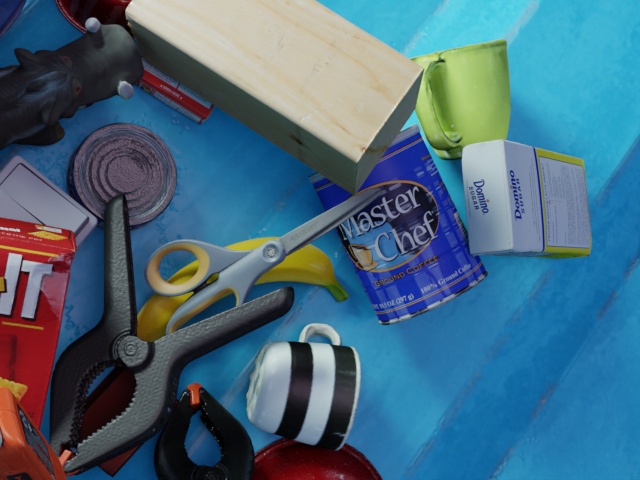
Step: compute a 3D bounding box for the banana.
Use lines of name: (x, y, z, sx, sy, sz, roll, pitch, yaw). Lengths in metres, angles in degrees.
banana: (-0.068, 0.037, 0.882, 0.197, 0.037, 0.069, -12, 89, -21)

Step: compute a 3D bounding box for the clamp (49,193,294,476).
clamp: (-0.143, 0.075, 0.794, 0.165, 0.036, 0.210, 35, 78, 14)

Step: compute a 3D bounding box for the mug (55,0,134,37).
mug: (-0.173, -0.219, 0.846, 0.117, 0.082, 0.093, 19, 78, -17)

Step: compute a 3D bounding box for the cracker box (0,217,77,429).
cracker box: (-0.274, 0.087, 0.751, 0.164, 0.072, 0.214, 11, 100, -19)

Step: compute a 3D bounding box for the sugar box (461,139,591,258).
sugar box: (0.182, -0.032, 0.932, 0.175, 0.048, 0.093, 4, 81, -53)

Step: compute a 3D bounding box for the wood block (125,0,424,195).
wood block: (-0.034, -0.135, 0.814, 0.206, 0.091, 0.090, 34, 79, 8)

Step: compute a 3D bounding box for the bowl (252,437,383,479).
bowl: (-0.002, 0.242, 0.875, 0.161, 0.055, 0.162, 2, 83, -21)

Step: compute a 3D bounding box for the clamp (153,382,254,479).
clamp: (-0.094, 0.197, 0.823, 0.120, 0.039, 0.171, -11, 60, -26)

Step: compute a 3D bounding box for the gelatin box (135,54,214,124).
gelatin box: (-0.108, -0.154, 0.892, 0.073, 0.030, 0.089, 31, 75, -13)

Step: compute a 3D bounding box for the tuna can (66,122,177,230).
tuna can: (-0.159, -0.051, 0.859, 0.086, 0.034, 0.086, 2, 84, -20)

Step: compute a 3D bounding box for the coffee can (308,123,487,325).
coffee can: (0.065, -0.014, 0.901, 0.102, 0.103, 0.140, -28, 94, -21)

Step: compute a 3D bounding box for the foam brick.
foam brick: (-0.157, 0.137, 0.830, 0.051, 0.053, 0.078, 46, 72, -10)

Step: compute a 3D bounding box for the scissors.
scissors: (-0.055, 0.001, 0.827, 0.096, 0.016, 0.202, 45, 95, 8)
